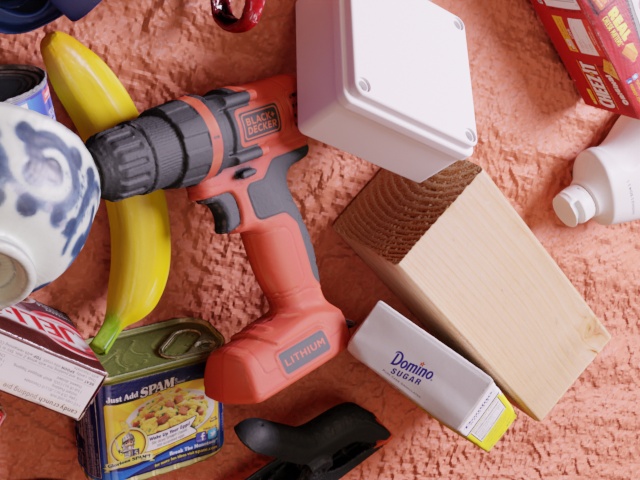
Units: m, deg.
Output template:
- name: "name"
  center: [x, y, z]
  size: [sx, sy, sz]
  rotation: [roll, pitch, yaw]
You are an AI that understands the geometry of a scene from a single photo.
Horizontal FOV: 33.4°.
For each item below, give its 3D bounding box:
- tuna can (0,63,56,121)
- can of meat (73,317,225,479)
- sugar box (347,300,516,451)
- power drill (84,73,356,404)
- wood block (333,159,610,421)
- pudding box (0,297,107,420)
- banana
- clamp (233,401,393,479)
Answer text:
- name: "tuna can"
  center: [-0.188, -0.066, 0.579]
  size: [0.086, 0.086, 0.034]
  rotation: [-20, 118, -23]
- name: "can of meat"
  center: [-0.113, 0.106, 0.704]
  size: [0.101, 0.058, 0.084]
  rotation: [-12, 115, -27]
- name: "sugar box"
  center: [0.082, 0.100, 0.746]
  size: [0.048, 0.093, 0.176]
  rotation: [-55, 158, -1]
- name: "power drill"
  center: [-0.054, 0.001, 0.654]
  size: [0.184, 0.057, 0.187]
  rotation: [-25, 109, -43]
- name: "wood block"
  center: [0.116, 0.031, 0.792]
  size: [0.091, 0.090, 0.206]
  rotation: [-49, 125, -7]
- name: "pudding box"
  center: [-0.189, 0.054, 0.619]
  size: [0.113, 0.090, 0.039]
  rotation: [28, 93, -34]
- name: "banana"
  center: [-0.124, -0.032, 0.648]
  size: [0.069, 0.037, 0.198]
  rotation: [-38, 125, -59]
- name: "clamp"
  center: [-0.020, 0.165, 0.778]
  size: [0.171, 0.039, 0.120]
  rotation: [1, 135, -46]
